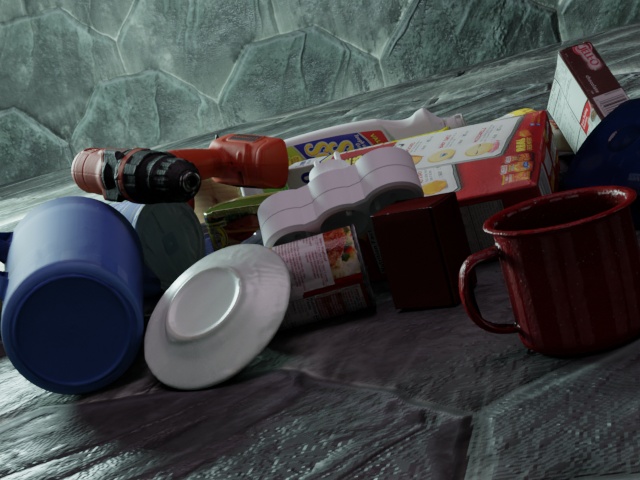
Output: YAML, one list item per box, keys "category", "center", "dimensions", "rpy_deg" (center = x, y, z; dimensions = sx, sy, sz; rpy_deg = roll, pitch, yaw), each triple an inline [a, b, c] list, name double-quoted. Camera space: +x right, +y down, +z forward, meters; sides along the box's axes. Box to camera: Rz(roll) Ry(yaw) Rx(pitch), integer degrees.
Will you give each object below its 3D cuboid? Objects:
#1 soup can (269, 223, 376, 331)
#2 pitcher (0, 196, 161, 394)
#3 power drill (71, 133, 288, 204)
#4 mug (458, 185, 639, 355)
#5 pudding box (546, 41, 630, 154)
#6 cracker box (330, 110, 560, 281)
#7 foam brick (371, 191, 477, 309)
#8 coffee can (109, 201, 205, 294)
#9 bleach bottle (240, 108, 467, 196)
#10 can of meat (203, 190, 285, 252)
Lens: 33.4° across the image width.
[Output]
- category: "soup can"
  center: [-0.013, 0.033, 0.848]
  dimensions: [0.102, 0.068, 0.068]
  rpy_deg: [-16, 11, 3]
- category: "pitcher"
  center: [-0.223, 0.043, 0.922]
  dimensions: [0.149, 0.145, 0.243]
  rpy_deg: [-27, 16, -6]
- category: "power drill"
  center: [-0.124, -0.071, 1.046]
  dimensions: [0.187, 0.057, 0.185]
  rpy_deg: [-8, 13, -42]
- category: "mug"
  center: [0.143, 0.022, 0.652]
  dimensions: [0.117, 0.081, 0.093]
  rpy_deg: [-16, 11, -4]
- category: "pudding box"
  center: [0.261, -0.119, 1.021]
  dimensions: [0.039, 0.113, 0.090]
  rpy_deg: [-17, -31, -6]
- category: "cracker box"
  center: [0.102, -0.036, 0.956]
  dimensions: [0.214, 0.072, 0.164]
  rpy_deg: [-12, 25, 20]
- category: "foam brick"
  center: [0.081, 0.008, 0.817]
  dimensions: [0.051, 0.078, 0.052]
  rpy_deg: [-10, 11, 30]
- category: "coffee can"
  center: [-0.207, 0.011, 1.127]
  dimensions: [0.141, 0.103, 0.102]
  rpy_deg: [-8, 14, 36]
- category: "bleach bottle"
  center: [0.037, -0.089, 1.157]
  dimensions: [0.251, 0.102, 0.068]
  rpy_deg: [-19, -14, 16]
- category: "can of meat"
  center: [-0.057, 0.001, 1.016]
  dimensions: [0.102, 0.084, 0.057]
  rpy_deg: [-7, 14, 37]
